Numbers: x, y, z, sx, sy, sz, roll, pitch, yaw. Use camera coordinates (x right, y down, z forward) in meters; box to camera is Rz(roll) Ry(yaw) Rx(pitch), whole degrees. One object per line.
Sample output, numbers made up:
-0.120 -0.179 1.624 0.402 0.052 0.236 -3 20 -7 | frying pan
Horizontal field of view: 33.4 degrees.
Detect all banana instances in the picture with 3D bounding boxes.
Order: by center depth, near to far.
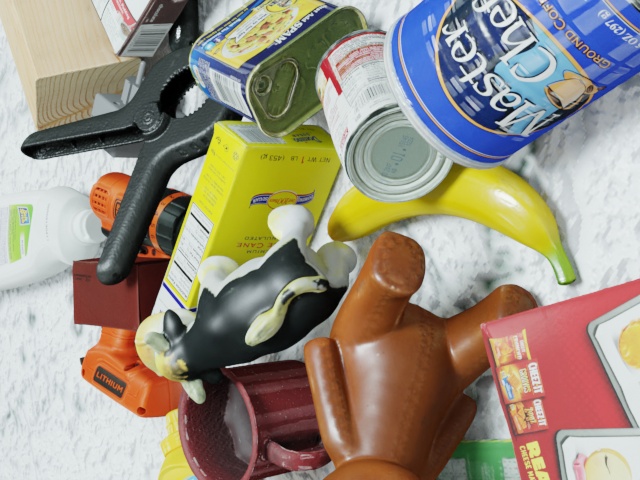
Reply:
0.072 -0.020 0.669 0.198 0.037 0.069 12 99 47 | banana

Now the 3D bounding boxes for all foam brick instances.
-0.148 0.040 0.829 0.078 0.051 0.053 3 95 38 | foam brick

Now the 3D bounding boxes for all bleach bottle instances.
-0.287 0.003 1.051 0.251 0.067 0.102 -5 89 46 | bleach bottle

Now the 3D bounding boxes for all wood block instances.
-0.234 -0.210 0.940 0.090 0.090 0.206 116 135 -61 | wood block

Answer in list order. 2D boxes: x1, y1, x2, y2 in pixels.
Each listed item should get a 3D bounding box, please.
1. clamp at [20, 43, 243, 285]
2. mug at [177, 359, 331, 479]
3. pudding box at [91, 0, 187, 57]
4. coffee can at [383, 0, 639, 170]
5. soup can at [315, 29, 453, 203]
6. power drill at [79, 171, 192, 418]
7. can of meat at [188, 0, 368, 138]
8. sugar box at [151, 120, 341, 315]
-0.121 -0.074 0.804 0.210 0.036 0.165 -35 59 7 | clamp
-0.036 0.133 0.765 0.117 0.081 0.093 19 106 46 | mug
-0.143 -0.213 0.846 0.114 0.039 0.090 -43 67 45 | pudding box
0.116 -0.114 0.566 0.141 0.102 0.103 -35 67 43 | coffee can
0.038 -0.077 0.653 0.102 0.068 0.069 -106 36 -53 | soup can
-0.135 0.048 0.891 0.185 0.057 0.188 23 107 43 | power drill
-0.029 -0.126 0.731 0.084 0.102 0.057 33 155 45 | can of meat
-0.055 0.001 0.770 0.048 0.093 0.176 42 122 41 | sugar box
